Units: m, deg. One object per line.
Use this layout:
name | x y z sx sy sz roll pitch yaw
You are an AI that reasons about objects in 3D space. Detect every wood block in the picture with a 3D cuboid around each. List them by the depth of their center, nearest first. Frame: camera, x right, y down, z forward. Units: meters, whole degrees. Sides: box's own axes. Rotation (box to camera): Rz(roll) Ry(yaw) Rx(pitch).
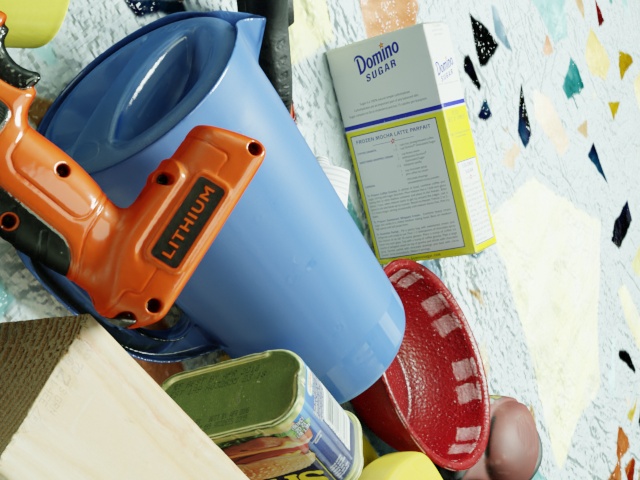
wood block | -0.105 0.139 0.553 0.206 0.091 0.090 54 46 -32

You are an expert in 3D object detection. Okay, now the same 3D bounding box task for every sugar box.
sugar box | 0.070 -0.073 0.826 0.048 0.094 0.176 -17 97 -53

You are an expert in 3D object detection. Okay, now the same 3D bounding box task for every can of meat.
can of meat | -0.038 0.112 0.624 0.084 0.102 0.057 56 25 -44

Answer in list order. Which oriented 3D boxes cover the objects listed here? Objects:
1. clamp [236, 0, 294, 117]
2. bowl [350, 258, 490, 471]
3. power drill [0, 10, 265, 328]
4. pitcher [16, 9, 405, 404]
clamp | -0.034 -0.147 0.666 0.164 0.036 0.210 -99 -174 -49
bowl | 0.064 0.098 0.798 0.162 0.055 0.162 35 43 -42
power drill | -0.120 -0.062 0.469 0.187 0.057 0.184 34 80 -15
pitcher | -0.054 0.001 0.633 0.242 0.149 0.145 54 30 -36
